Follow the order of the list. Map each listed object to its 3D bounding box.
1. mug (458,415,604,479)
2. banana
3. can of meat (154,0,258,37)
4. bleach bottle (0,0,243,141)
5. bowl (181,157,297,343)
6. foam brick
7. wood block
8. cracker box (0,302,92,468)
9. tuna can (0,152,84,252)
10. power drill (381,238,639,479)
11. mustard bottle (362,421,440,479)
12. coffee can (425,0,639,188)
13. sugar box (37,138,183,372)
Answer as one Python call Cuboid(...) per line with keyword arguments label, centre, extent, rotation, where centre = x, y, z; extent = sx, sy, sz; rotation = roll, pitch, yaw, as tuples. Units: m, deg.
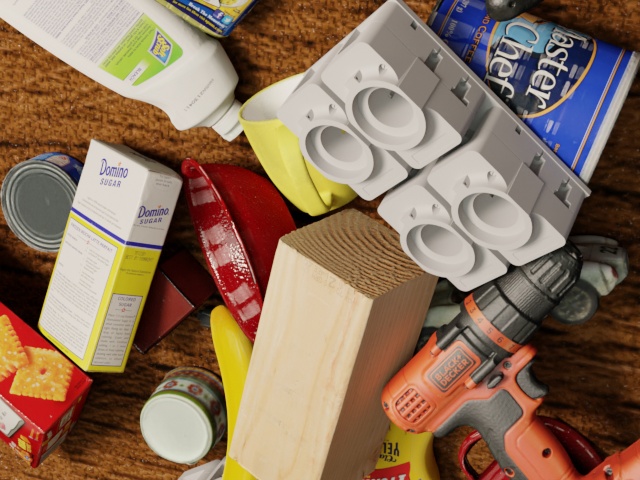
Cuboid(label="mug", centre=(0.163, 0.195, 0.857), extent=(0.117, 0.093, 0.082), rotation=(34, 122, 0))
Cuboid(label="banana", centre=(-0.072, 0.156, 0.906), extent=(0.070, 0.037, 0.198), rotation=(5, 90, 26))
Cuboid(label="can of meat", centre=(-0.084, -0.212, 0.802), extent=(0.102, 0.057, 0.084), rotation=(30, 124, -28))
Cuboid(label="bleach bottle", centre=(-0.163, -0.162, 0.836), extent=(0.250, 0.068, 0.103), rotation=(40, 113, -18))
Cuboid(label="bowl", centre=(-0.056, 0.001, 0.857), extent=(0.055, 0.162, 0.162), rotation=(-22, 104, -16))
Cuboid(label="foam brick", centre=(-0.139, 0.053, 0.938), extent=(0.051, 0.053, 0.078), rotation=(48, 118, -2))
Cuboid(label="wood block", centre=(0.007, 0.092, 0.809), extent=(0.090, 0.090, 0.206), rotation=(33, 125, 28))
Cuboid(label="cracker box", centre=(-0.312, 0.101, 0.972), extent=(0.214, 0.072, 0.164), rotation=(41, 153, 3))
Cuboid(label="tuna can", centre=(-0.240, -0.035, 0.953), extent=(0.086, 0.033, 0.086), rotation=(7, 111, 18))
Cuboid(label="power drill", centre=(0.163, 0.114, 0.756), extent=(0.188, 0.057, 0.185), rotation=(45, 111, 6))
Cuboid(label="mustard bottle", centre=(0.055, 0.194, 0.915), extent=(0.096, 0.058, 0.192), rotation=(6, 111, 13))
Cuboid(label="coffee can", centre=(0.139, -0.107, 0.747), extent=(0.140, 0.102, 0.103), rotation=(23, 115, 11))
Cuboid(label="sugar box", centre=(-0.178, 0.012, 0.898), extent=(0.093, 0.048, 0.176), rotation=(29, 101, 43))
